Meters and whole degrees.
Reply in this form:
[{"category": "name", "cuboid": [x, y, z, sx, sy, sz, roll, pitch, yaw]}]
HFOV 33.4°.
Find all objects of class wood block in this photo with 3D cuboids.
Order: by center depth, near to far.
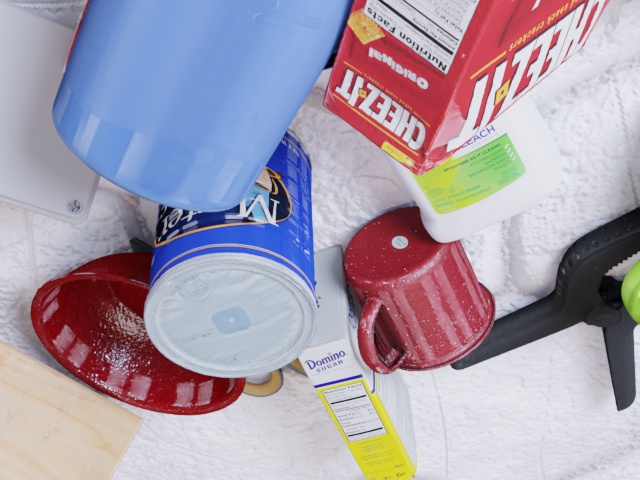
[{"category": "wood block", "cuboid": [-0.251, 0.119, 0.792, 0.205, 0.090, 0.091, 37, 163, -30]}]

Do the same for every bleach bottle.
[{"category": "bleach bottle", "cuboid": [0.047, -0.111, 0.632, 0.103, 0.068, 0.250, -25, 126, 24]}]

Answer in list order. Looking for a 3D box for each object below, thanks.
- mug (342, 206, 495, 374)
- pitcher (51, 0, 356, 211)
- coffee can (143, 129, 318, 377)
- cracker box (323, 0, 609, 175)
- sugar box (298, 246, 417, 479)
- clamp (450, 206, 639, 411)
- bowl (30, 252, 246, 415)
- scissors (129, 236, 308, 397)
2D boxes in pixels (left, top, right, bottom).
[{"category": "mug", "cuboid": [0.060, 0.039, 0.740, 0.093, 0.117, 0.081, 9, 140, 41]}, {"category": "pitcher", "cuboid": [-0.025, -0.136, 0.507, 0.149, 0.145, 0.243, 31, 112, 5]}, {"category": "coffee can", "cuboid": [-0.054, 0.001, 0.677, 0.103, 0.140, 0.103, -1, 133, -1]}, {"category": "cracker box", "cuboid": [0.099, -0.150, 0.477, 0.072, 0.164, 0.214, 41, 143, 16]}, {"category": "sugar box", "cuboid": [0.026, 0.098, 0.804, 0.048, 0.093, 0.176, -18, 130, 13]}, {"category": "clamp", "cuboid": [0.217, 0.052, 0.805, 0.164, 0.036, 0.210, 20, 129, -19]}, {"category": "bowl", "cuboid": [-0.123, 0.059, 0.770, 0.162, 0.055, 0.162, 12, 140, 10]}, {"category": "scissors", "cuboid": [-0.081, 0.068, 0.824, 0.201, 0.016, 0.096, 28, 126, -25]}]
